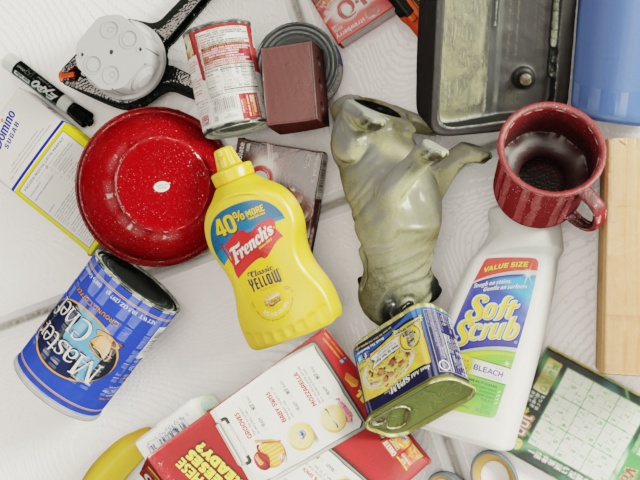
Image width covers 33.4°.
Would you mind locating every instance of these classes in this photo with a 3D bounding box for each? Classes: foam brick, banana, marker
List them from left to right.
[{"bbox_3d":[-0.287,-0.158,1.130,0.121,0.020,0.020,37,96,12],"label":"marker"},{"bbox_3d":[-0.224,0.279,1.092,0.069,0.037,0.198,15,92,-5],"label":"banana"},{"bbox_3d":[-0.024,-0.145,1.017,0.051,0.053,0.078,-5,87,12],"label":"foam brick"}]

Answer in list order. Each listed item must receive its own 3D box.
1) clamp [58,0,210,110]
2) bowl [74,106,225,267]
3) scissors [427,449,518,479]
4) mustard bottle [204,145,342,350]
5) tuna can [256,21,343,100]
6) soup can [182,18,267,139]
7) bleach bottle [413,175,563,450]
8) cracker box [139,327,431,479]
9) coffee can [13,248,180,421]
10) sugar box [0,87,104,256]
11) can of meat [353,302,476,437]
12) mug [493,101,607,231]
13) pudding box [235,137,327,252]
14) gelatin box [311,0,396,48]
[{"bbox_3d":[-0.166,-0.197,1.095,0.210,0.036,0.164,-4,87,9],"label":"clamp"},{"bbox_3d":[-0.158,-0.054,1.045,0.162,0.055,0.162,0,90,-14],"label":"bowl"},{"bbox_3d":[0.189,0.281,1.007,0.202,0.016,0.096,41,96,11],"label":"scissors"},{"bbox_3d":[-0.057,0.001,1.013,0.096,0.058,0.191,-21,92,22],"label":"mustard bottle"},{"bbox_3d":[-0.021,-0.172,1.063,0.086,0.033,0.086,0,88,13],"label":"tuna can"},{"bbox_3d":[-0.090,-0.155,1.032,0.068,0.068,0.102,-13,87,12],"label":"soup can"},{"bbox_3d":[0.162,0.063,0.999,0.103,0.068,0.251,13,87,23],"label":"bleach bottle"},{"bbox_3d":[-0.031,0.207,0.979,0.213,0.072,0.164,-34,79,-28],"label":"cracker box"},{"bbox_3d":[-0.222,0.094,1.062,0.103,0.102,0.140,39,96,11],"label":"coffee can"},{"bbox_3d":[-0.268,-0.070,1.109,0.176,0.048,0.093,39,93,14],"label":"sugar box"},{"bbox_3d":[0.081,0.117,0.964,0.102,0.057,0.084,-36,48,29],"label":"can of meat"},{"bbox_3d":[0.205,-0.054,0.940,0.093,0.081,0.117,-39,71,-15],"label":"mug"},{"bbox_3d":[-0.045,-0.039,1.060,0.090,0.039,0.113,11,91,12],"label":"pudding box"},{"bbox_3d":[0.038,-0.245,1.055,0.089,0.030,0.073,-31,82,10],"label":"gelatin box"}]
